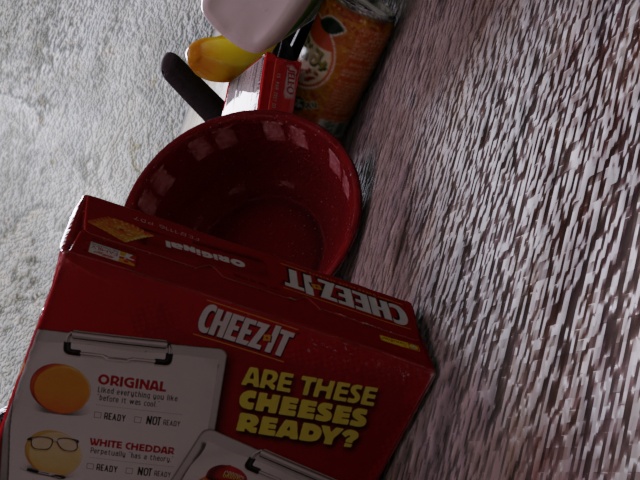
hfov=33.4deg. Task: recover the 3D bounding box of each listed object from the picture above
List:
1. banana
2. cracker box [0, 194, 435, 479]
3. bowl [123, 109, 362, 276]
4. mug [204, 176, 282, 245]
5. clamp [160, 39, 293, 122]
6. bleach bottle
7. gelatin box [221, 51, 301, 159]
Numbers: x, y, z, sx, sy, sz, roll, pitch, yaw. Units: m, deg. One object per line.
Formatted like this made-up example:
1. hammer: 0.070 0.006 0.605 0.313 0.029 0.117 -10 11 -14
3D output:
1. banana: -0.062 -0.171 0.860 0.197 0.037 0.069 -65 -33 -47
2. cracker box: -0.068 0.105 0.496 0.072 0.164 0.214 -100 32 -64
3. bowl: -0.046 -0.004 0.694 0.055 0.162 0.162 63 -144 -57
4. mug: -0.055 0.001 0.791 0.117 0.093 0.081 148 145 -75
5. clamp: -0.068 -0.091 0.893 0.039 0.120 0.171 135 127 -66
6. bleach bottle: -0.002 -0.218 0.834 0.103 0.068 0.250 -52 -3 29
7. gelatin box: -0.047 -0.089 0.778 0.089 0.030 0.073 -16 63 65
